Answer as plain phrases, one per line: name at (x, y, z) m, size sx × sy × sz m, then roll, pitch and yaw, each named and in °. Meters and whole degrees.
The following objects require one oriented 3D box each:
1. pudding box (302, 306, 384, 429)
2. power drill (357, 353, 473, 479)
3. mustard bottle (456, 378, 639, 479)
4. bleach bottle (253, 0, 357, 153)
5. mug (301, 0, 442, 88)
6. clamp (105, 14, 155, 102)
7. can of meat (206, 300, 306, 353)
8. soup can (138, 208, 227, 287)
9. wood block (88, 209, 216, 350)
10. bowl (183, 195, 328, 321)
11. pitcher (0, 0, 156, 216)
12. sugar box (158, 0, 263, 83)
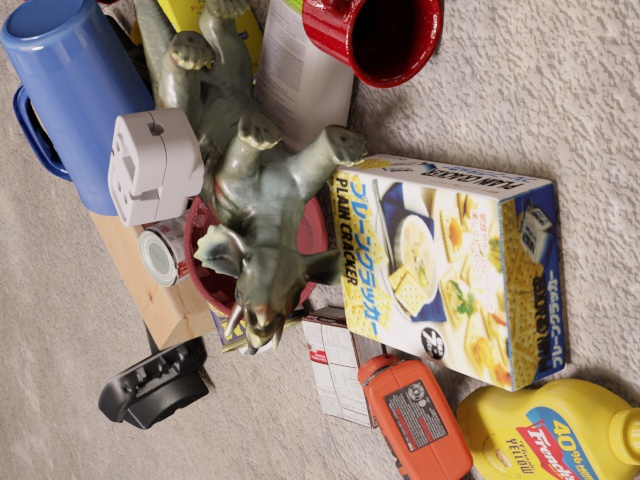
pudding box at (0.029, 0.128, 1.086) m, size 0.090 × 0.039 × 0.113 m, roll 4°, pitch 112°, yaw 55°
power drill at (0.088, 0.180, 0.941) m, size 0.184 × 0.057 × 0.187 m, roll 61°, pitch 174°, yaw 11°
mustard bottle at (0.194, 0.155, 0.834) m, size 0.192 × 0.058 × 0.096 m, roll -20°, pitch 100°, yaw 57°
bleach bottle at (-0.002, -0.199, 0.939) m, size 0.103 × 0.067 × 0.251 m, roll 42°, pitch 136°, yaw 35°
mug at (0.029, -0.182, 0.857) m, size 0.082 × 0.117 × 0.093 m, roll 39°, pitch 113°, yaw 47°
clamp at (-0.221, -0.210, 1.280) m, size 0.172 × 0.039 × 0.120 m, roll 12°, pitch 120°, yaw 47°
can of meat at (-0.073, 0.065, 1.160) m, size 0.102 × 0.057 × 0.084 m, roll -24°, pitch 82°, yaw 24°
soup can at (-0.136, 0.001, 1.149) m, size 0.069 × 0.102 × 0.068 m, roll 29°, pitch 133°, yaw 37°
wood block at (-0.195, 0.016, 1.312) m, size 0.206 × 0.090 × 0.091 m, roll 60°, pitch 145°, yaw 16°
bowl at (-0.057, 0.001, 1.091) m, size 0.162 × 0.055 × 0.162 m, roll 0°, pitch 89°, yaw 23°
pitcher at (-0.262, -0.153, 1.185) m, size 0.145 × 0.149 × 0.243 m, roll 47°, pitch 164°, yaw 45°
sugar box at (-0.121, -0.235, 1.066) m, size 0.048 × 0.093 × 0.176 m, roll -28°, pitch 84°, yaw 55°
